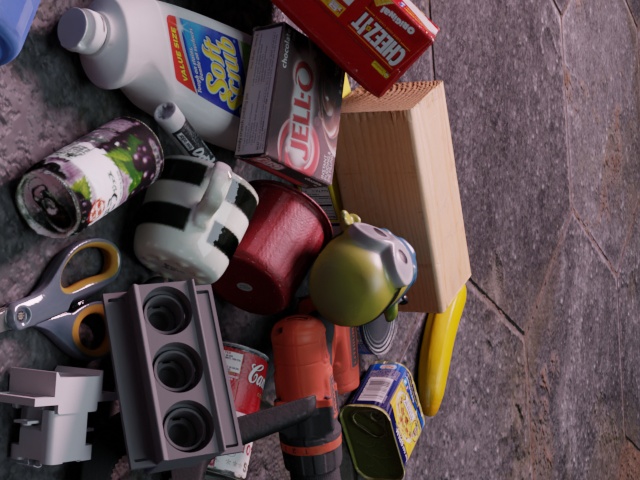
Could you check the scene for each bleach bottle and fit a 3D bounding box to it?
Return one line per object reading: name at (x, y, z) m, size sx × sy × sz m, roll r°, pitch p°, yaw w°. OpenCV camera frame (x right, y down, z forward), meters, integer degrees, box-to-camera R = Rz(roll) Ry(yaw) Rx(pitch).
bleach bottle at (-0.105, -0.127, 0.836) m, size 0.250 × 0.068 × 0.102 m, roll 9°, pitch 81°, yaw -58°

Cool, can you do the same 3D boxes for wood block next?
wood block at (0.078, -0.042, 1.036) m, size 0.090 × 0.091 × 0.206 m, roll -45°, pitch 130°, yaw -53°

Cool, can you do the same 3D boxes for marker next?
marker at (-0.093, -0.065, 0.828) m, size 0.121 × 0.020 × 0.020 m, roll 55°, pitch 43°, yaw -53°

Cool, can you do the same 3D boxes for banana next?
banana at (0.152, 0.117, 1.305) m, size 0.069 × 0.037 × 0.197 m, roll 59°, pitch 41°, yaw -40°

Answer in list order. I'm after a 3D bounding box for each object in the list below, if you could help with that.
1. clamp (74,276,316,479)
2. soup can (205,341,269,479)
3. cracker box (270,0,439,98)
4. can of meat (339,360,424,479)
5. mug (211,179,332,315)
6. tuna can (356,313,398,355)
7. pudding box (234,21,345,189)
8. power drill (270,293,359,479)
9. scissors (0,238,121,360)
clamp at (-0.104, 0.149, 0.783) m, size 0.164 × 0.036 × 0.209 m, roll 32°, pitch 62°, yaw -9°
soup can at (-0.084, 0.138, 0.854) m, size 0.068 × 0.069 × 0.102 m, roll 40°, pitch 54°, yaw -53°
cracker box at (0.020, -0.208, 0.908) m, size 0.164 × 0.072 × 0.213 m, roll 44°, pitch 14°, yaw -4°
can of meat at (0.068, 0.191, 1.135) m, size 0.083 × 0.058 × 0.102 m, roll -53°, pitch 134°, yaw -51°
mug at (-0.056, 0.001, 0.901) m, size 0.117 × 0.093 × 0.081 m, roll 43°, pitch 53°, yaw -19°
tuna can at (0.049, 0.078, 1.128) m, size 0.086 × 0.034 × 0.086 m, roll 4°, pitch 85°, yaw -60°
pudding box at (-0.023, -0.107, 0.866) m, size 0.089 × 0.039 × 0.113 m, roll 22°, pitch 70°, yaw -53°
power drill at (0.000, 0.136, 0.953) m, size 0.187 × 0.057 × 0.184 m, roll -68°, pitch 154°, yaw -75°
scissors at (-0.194, 0.064, 0.716) m, size 0.201 × 0.016 × 0.096 m, roll -44°, pitch 126°, yaw -52°
